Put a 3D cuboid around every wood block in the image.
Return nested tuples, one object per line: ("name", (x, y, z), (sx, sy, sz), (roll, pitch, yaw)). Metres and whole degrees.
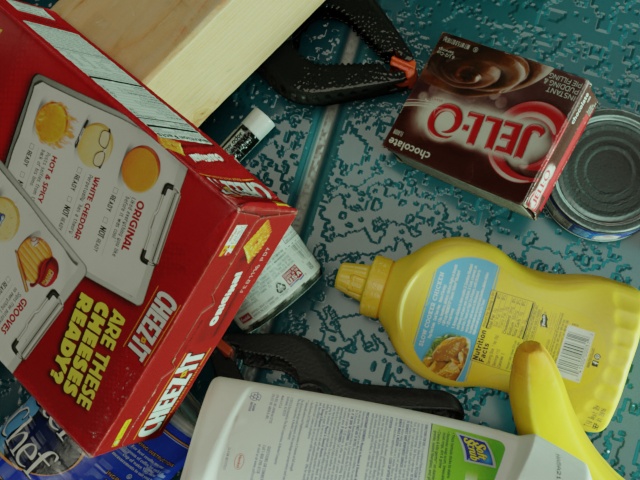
("wood block", (-0.060, -0.174, 0.683), (0.206, 0.090, 0.090), (-45, 73, 2))

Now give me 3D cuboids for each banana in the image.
("banana", (0.172, 0.139, 0.658), (0.197, 0.037, 0.070), (41, 112, -13))

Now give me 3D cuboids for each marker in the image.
("marker", (-0.079, -0.042, 0.738), (0.020, 0.020, 0.121), (43, 88, 9))

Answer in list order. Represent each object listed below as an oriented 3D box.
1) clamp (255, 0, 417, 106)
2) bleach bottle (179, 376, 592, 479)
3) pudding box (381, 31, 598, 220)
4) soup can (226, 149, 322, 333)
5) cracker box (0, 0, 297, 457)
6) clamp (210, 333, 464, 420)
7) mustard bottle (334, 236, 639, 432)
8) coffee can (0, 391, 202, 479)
("clamp", (-0.035, -0.143, 0.739), (0.210, 0.036, 0.164), (30, 88, 12))
("bleach bottle", (0.051, 0.146, 0.607), (0.251, 0.068, 0.102), (9, 51, 6))
("pudding box", (0.110, -0.076, 0.698), (0.114, 0.039, 0.090), (26, 84, 33))
("soup can", (-0.055, 0.001, 0.696), (0.068, 0.068, 0.102), (-38, 94, -1))
("cracker box", (-0.140, -0.013, 0.604), (0.214, 0.072, 0.164), (39, 109, 22))
("clamp", (-0.007, 0.120, 0.684), (0.172, 0.039, 0.120), (21, 55, 19))
("mustard bottle", (0.102, 0.050, 0.688), (0.191, 0.058, 0.096), (17, 99, 7))
("coffee can", (-0.151, 0.137, 0.679), (0.140, 0.103, 0.103), (-44, 81, -1))
